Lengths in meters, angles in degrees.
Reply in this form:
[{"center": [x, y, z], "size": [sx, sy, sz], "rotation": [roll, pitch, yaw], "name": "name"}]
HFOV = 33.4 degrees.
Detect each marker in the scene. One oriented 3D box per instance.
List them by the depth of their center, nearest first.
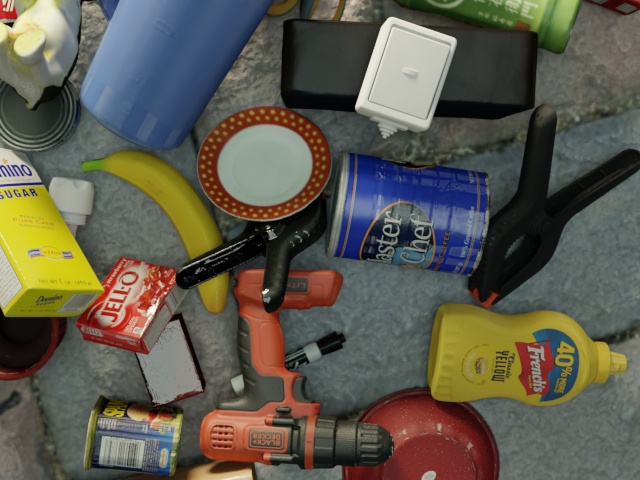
[{"center": [-0.031, 0.121, 1.060], "size": [0.121, 0.020, 0.020], "rotation": [-25, 93, -2], "name": "marker"}]

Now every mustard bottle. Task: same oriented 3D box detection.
[{"center": [0.206, 0.115, 1.050], "size": [0.191, 0.058, 0.096], "rotation": [4, 108, -4], "name": "mustard bottle"}]

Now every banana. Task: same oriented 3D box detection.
[{"center": [-0.143, -0.021, 1.040], "size": [0.069, 0.037, 0.198], "rotation": [-41, 94, 2], "name": "banana"}]

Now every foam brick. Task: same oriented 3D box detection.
[{"center": [-0.148, 0.115, 1.037], "size": [0.051, 0.053, 0.078], "rotation": [-19, 94, -2], "name": "foam brick"}]

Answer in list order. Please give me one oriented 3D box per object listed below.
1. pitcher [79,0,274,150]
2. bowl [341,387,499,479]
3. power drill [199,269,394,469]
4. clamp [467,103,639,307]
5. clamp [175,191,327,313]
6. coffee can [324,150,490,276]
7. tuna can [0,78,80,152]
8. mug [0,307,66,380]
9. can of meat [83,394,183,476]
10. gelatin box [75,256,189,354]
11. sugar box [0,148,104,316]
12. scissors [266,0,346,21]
[{"center": [-0.129, -0.212, 0.963], "size": [0.144, 0.149, 0.243], "rotation": [12, 119, -45], "name": "pitcher"}, {"center": [0.103, 0.229, 1.053], "size": [0.162, 0.055, 0.162], "rotation": [0, 92, -3], "name": "bowl"}, {"center": [-0.019, 0.123, 1.018], "size": [0.184, 0.057, 0.187], "rotation": [2, 80, 3], "name": "power drill"}, {"center": [0.203, -0.029, 1.022], "size": [0.164, 0.036, 0.210], "rotation": [26, 108, -42], "name": "clamp"}, {"center": [-0.057, 0.001, 1.011], "size": [0.120, 0.171, 0.039], "rotation": [11, 132, 25], "name": "clamp"}, {"center": [0.081, -0.025, 1.018], "size": [0.140, 0.103, 0.103], "rotation": [8, 92, -3], "name": "coffee can"}, {"center": [-0.276, -0.128, 1.031], "size": [0.086, 0.034, 0.086], "rotation": [0, 92, -3], "name": "tuna can"}, {"center": [-0.277, 0.076, 1.014], "size": [0.117, 0.081, 0.093], "rotation": [-23, 93, -2], "name": "mug"}, {"center": [-0.175, 0.186, 1.015], "size": [0.084, 0.102, 0.057], "rotation": [8, 93, -5], "name": "can of meat"}, {"center": [-0.177, 0.061, 1.009], "size": [0.073, 0.030, 0.089], "rotation": [11, 50, 23], "name": "gelatin box"}, {"center": [-0.276, -0.011, 0.970], "size": [0.048, 0.093, 0.176], "rotation": [-42, 66, 23], "name": "sugar box"}, {"center": [-0.007, -0.286, 0.999], "size": [0.096, 0.016, 0.202], "rotation": [2, 121, -10], "name": "scissors"}]
